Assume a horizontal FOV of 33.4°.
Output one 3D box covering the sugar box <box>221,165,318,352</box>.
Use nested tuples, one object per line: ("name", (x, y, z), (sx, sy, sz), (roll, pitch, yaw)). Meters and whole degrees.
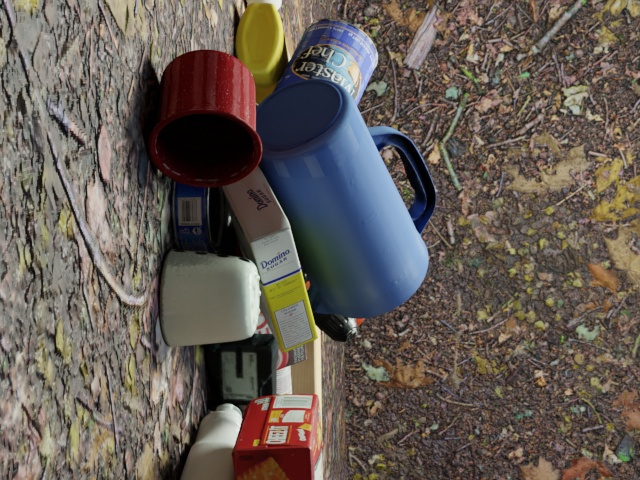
("sugar box", (-0.048, 0.019, 1.022), (0.176, 0.048, 0.093), (81, -16, -50))

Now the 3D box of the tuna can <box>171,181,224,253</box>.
("tuna can", (-0.112, -0.030, 0.988), (0.086, 0.034, 0.086), (0, 90, -85))

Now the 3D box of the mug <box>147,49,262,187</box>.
("mug", (-0.101, -0.098, 0.900), (0.117, 0.093, 0.081), (-52, -149, 44))

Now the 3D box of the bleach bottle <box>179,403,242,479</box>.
("bleach bottle", (-0.099, 0.232, 0.971), (0.250, 0.068, 0.102), (-86, 174, -60))

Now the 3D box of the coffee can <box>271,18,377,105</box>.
("coffee can", (0.001, -0.190, 1.323), (0.103, 0.103, 0.140), (82, 26, -53))

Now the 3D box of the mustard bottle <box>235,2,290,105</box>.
("mustard bottle", (-0.067, -0.225, 1.381), (0.191, 0.058, 0.096), (67, 24, -76))

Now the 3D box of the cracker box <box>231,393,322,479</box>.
("cracker box", (-0.032, 0.257, 0.925), (0.164, 0.072, 0.214), (-79, 167, -83))

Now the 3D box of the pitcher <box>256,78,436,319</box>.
("pitcher", (0.024, -0.049, 1.079), (0.242, 0.145, 0.149), (64, 27, -44))

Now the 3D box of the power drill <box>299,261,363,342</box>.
("power drill", (0.001, 0.070, 1.379), (0.057, 0.184, 0.187), (-48, 157, 5))
